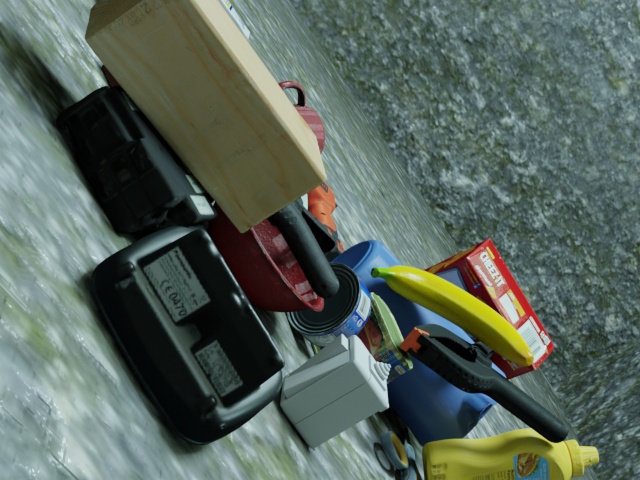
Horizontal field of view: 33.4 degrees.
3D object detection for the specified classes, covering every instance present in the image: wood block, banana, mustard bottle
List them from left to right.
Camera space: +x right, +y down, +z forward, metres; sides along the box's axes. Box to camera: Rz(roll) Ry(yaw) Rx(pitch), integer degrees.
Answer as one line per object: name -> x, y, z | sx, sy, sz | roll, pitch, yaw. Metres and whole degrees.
wood block -> -0.091, -0.121, 0.873 | 0.206, 0.090, 0.091 | 53, 12, -29
banana -> 0.146, 0.077, 1.171 | 0.198, 0.037, 0.069 | 28, 28, 7
mustard bottle -> 0.211, 0.252, 1.178 | 0.058, 0.191, 0.096 | -99, 180, -57

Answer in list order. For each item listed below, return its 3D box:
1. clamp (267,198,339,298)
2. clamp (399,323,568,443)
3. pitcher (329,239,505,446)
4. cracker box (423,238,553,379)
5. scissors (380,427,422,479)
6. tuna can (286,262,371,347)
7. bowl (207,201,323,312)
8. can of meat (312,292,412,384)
clamp -> -0.031, -0.024, 1.014 | 0.171, 0.039, 0.120 | 50, 8, -27
clamp -> 0.170, 0.142, 1.139 | 0.209, 0.036, 0.165 | 23, 20, -43
pitcher -> 0.095, 0.119, 1.274 | 0.242, 0.149, 0.144 | 50, 32, -13
cracker box -> 0.171, 0.113, 1.382 | 0.072, 0.214, 0.164 | -34, 92, -45
scissors -> 0.089, 0.229, 1.201 | 0.096, 0.016, 0.202 | 59, 7, -18
tuna can -> 0.009, 0.068, 1.116 | 0.033, 0.086, 0.086 | 49, 14, -46
bowl -> -0.062, 0.012, 1.032 | 0.162, 0.055, 0.162 | 55, 11, -16
can of meat -> 0.043, 0.115, 1.139 | 0.057, 0.084, 0.102 | 48, 15, -43
